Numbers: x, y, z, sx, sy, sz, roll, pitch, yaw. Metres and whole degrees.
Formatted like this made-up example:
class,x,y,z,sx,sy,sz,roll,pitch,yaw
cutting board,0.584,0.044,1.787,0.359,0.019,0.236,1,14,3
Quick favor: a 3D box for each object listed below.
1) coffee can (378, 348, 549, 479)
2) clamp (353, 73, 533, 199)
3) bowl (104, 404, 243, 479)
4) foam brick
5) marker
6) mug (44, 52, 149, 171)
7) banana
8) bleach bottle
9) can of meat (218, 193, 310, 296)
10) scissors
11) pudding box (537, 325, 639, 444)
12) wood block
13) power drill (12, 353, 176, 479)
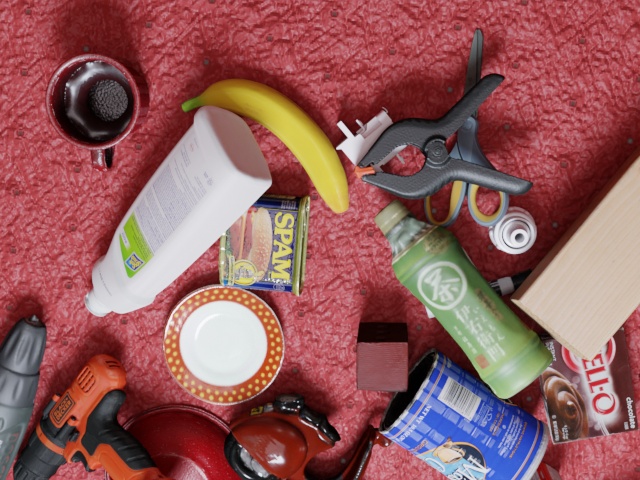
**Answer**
class,x,y,z,sx,sy,sz,roll,pitch,yaw
coffee can,0.145,0.191,1.085,0.140,0.103,0.103,34,99,-3
clamp,0.121,-0.078,1.037,0.171,0.039,0.120,-24,83,3
bowl,-0.157,0.260,1.138,0.162,0.055,0.162,0,100,3
foam brick,0.063,0.118,1.091,0.053,0.078,0.051,1,101,3
marker,0.168,0.054,1.105,0.121,0.020,0.020,-18,98,6
mug,-0.216,-0.127,1.064,0.093,0.081,0.117,-2,99,3
banana,-0.041,-0.108,1.078,0.198,0.037,0.070,34,98,1
bleach bottle,-0.158,-0.015,1.069,0.251,0.067,0.103,-43,56,27
can of meat,-0.057,0.001,1.090,0.084,0.057,0.102,5,99,5
scissors,0.163,-0.102,1.067,0.096,0.016,0.202,24,101,25
pudding box,0.273,0.146,1.103,0.090,0.039,0.113,-10,98,5
wood block,0.287,0.008,1.037,0.091,0.090,0.206,40,91,5
power drill,-0.231,0.239,1.096,0.188,0.057,0.185,48,111,29
